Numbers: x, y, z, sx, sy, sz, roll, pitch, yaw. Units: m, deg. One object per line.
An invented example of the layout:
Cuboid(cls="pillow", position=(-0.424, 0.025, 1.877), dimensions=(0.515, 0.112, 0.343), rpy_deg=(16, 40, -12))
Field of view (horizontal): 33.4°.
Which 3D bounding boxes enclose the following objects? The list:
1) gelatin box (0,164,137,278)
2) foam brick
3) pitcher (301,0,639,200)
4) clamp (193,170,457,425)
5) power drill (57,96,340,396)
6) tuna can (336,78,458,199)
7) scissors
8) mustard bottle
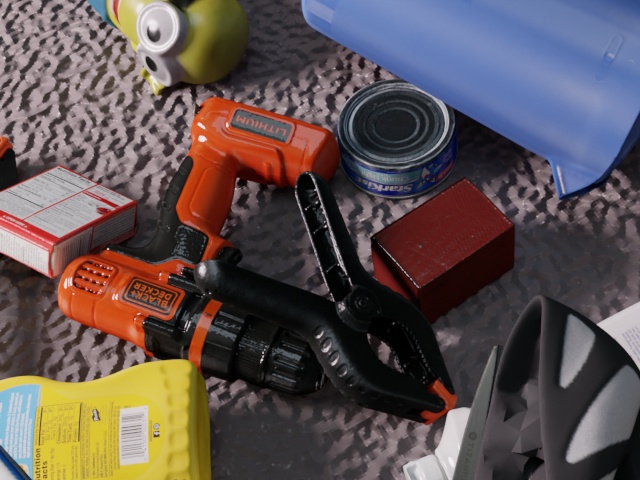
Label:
Cuboid(cls="gelatin box", position=(-0.180, -0.014, 0.727), dimensions=(0.073, 0.030, 0.089), rpy_deg=(23, 31, 21))
Cuboid(cls="foam brick", position=(0.079, 0.007, 0.684), dimensions=(0.078, 0.053, 0.051), rpy_deg=(-32, 58, -14))
Cuboid(cls="pitcher", position=(0.119, -0.153, 0.711), dimensions=(0.243, 0.145, 0.149), rpy_deg=(29, 45, 13))
Cuboid(cls="clamp", position=(0.017, 0.036, 0.645), dimensions=(0.171, 0.039, 0.120), rpy_deg=(40, 55, -7))
Cuboid(cls="power drill", position=(-0.055, 0.001, 0.704), dimensions=(0.184, 0.057, 0.187), rpy_deg=(19, 59, 12))
Cuboid(cls="tuna can", position=(0.054, -0.073, 0.753), dimensions=(0.086, 0.034, 0.086), rpy_deg=(-4, 55, 5))
Cuboid(cls="scissors", position=(0.085, 0.165, 0.559), dimensions=(0.096, 0.016, 0.202), rpy_deg=(29, 85, 12))
Cuboid(cls="mustard bottle", position=(-0.163, 0.127, 0.631), dimensions=(0.191, 0.058, 0.096), rpy_deg=(-6, 66, 4))
